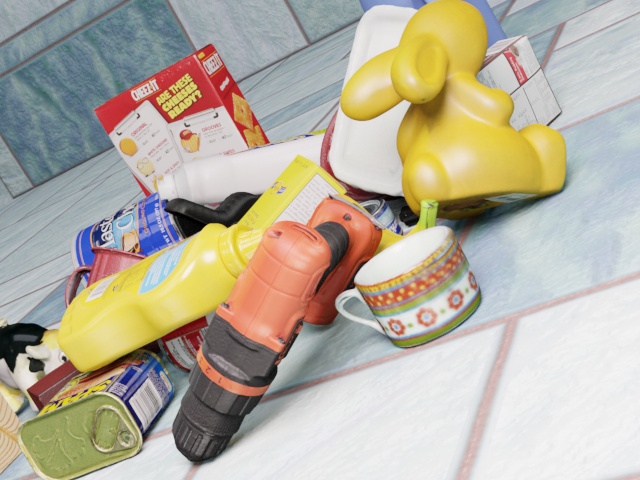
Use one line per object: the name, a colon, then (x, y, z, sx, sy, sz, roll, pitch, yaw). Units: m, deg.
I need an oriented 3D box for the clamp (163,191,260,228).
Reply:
clamp: (-0.102, -0.012, 1.106, 0.039, 0.120, 0.171, 14, 35, 28)

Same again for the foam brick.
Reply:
foam brick: (-0.206, 0.131, 0.926, 0.078, 0.053, 0.051, -36, 15, -22)

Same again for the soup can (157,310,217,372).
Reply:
soup can: (-0.076, 0.063, 0.877, 0.102, 0.068, 0.068, -22, 16, 27)

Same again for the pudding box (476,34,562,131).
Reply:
pudding box: (0.172, -0.132, 1.008, 0.113, 0.090, 0.039, -39, 19, -36)

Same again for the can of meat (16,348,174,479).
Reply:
can of meat: (-0.173, 0.136, 0.841, 0.102, 0.057, 0.083, -24, 13, 21)

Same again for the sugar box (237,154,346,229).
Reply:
sugar box: (-0.057, 0.001, 0.996, 0.176, 0.048, 0.093, -47, 15, -1)

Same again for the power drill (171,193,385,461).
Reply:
power drill: (-0.027, 0.052, 0.748, 0.185, 0.057, 0.187, -60, -7, 23)

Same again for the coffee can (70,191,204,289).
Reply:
coffee can: (-0.206, 0.006, 1.256, 0.140, 0.103, 0.102, -25, 15, 18)

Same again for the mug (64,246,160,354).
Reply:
mug: (-0.189, 0.056, 0.994, 0.117, 0.081, 0.093, 9, -11, 22)

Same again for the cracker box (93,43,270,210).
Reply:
cracker box: (-0.155, -0.115, 1.343, 0.164, 0.213, 0.072, -23, 15, 24)

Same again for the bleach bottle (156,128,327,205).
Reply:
bleach bottle: (-0.055, -0.079, 1.175, 0.251, 0.068, 0.102, -12, 8, -1)

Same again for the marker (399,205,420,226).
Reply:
marker: (0.118, -0.035, 0.925, 0.121, 0.020, 0.020, -18, 18, 39)

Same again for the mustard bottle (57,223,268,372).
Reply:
mustard bottle: (-0.110, 0.034, 0.812, 0.192, 0.058, 0.096, -26, 17, 31)

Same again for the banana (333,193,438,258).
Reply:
banana: (0.054, -0.001, 0.839, 0.037, 0.069, 0.198, -5, 5, -21)
